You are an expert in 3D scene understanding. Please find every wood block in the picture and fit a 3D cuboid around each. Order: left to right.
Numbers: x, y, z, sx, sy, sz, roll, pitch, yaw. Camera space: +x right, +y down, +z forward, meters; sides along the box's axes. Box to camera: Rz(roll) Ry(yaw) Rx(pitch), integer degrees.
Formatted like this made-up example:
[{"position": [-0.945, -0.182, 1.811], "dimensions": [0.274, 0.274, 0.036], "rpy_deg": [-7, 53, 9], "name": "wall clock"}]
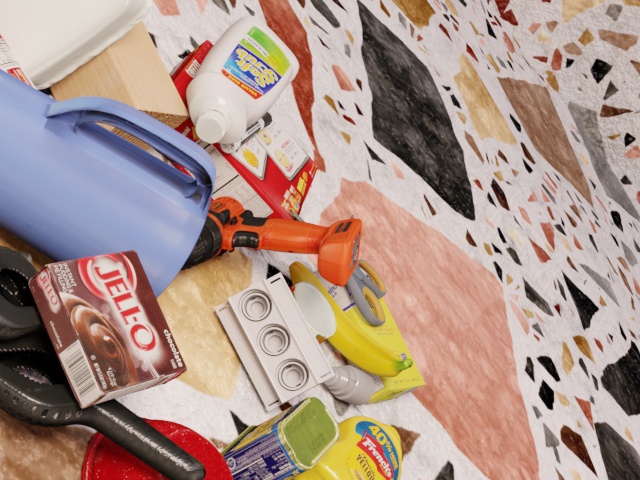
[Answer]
[{"position": [-0.235, -0.196, 1.119], "dimensions": [0.090, 0.090, 0.206], "rpy_deg": [-5, 65, -61], "name": "wood block"}]

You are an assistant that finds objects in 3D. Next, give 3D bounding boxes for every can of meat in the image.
[{"position": [-0.039, 0.198, 1.022], "dimensions": [0.057, 0.084, 0.102], "rpy_deg": [57, 26, 1], "name": "can of meat"}]

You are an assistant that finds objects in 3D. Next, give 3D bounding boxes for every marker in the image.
[{"position": [-0.083, -0.125, 1.215], "dimensions": [0.020, 0.020, 0.121], "rpy_deg": [53, 28, -7], "name": "marker"}]

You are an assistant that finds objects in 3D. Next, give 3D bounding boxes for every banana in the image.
[{"position": [0.032, 0.102, 1.252], "dimensions": [0.198, 0.070, 0.037], "rpy_deg": [39, 44, 25], "name": "banana"}]

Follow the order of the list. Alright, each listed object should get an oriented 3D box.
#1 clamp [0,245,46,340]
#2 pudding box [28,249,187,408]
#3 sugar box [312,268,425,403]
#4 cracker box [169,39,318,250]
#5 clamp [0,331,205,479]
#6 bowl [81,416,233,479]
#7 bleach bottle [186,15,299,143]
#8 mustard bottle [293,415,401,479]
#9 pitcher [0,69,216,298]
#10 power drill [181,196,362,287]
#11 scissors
[{"position": [-0.267, 0.035, 0.801], "dimensions": [0.171, 0.039, 0.120], "rpy_deg": [37, 41, -33], "name": "clamp"}, {"position": [-0.167, 0.067, 0.841], "dimensions": [0.089, 0.039, 0.113], "rpy_deg": [-11, 74, -50], "name": "pudding box"}, {"position": [0.058, 0.111, 1.324], "dimensions": [0.093, 0.048, 0.176], "rpy_deg": [4, 59, -58], "name": "sugar box"}, {"position": [-0.106, -0.113, 1.266], "dimensions": [0.213, 0.072, 0.164], "rpy_deg": [48, 28, -16], "name": "cracker box"}, {"position": [-0.193, 0.112, 0.863], "dimensions": [0.209, 0.036, 0.164], "rpy_deg": [22, 25, -23], "name": "clamp"}, {"position": [-0.122, 0.213, 0.901], "dimensions": [0.162, 0.055, 0.162], "rpy_deg": [40, 31, -31], "name": "bowl"}, {"position": [-0.090, -0.166, 1.185], "dimensions": [0.102, 0.068, 0.250], "rpy_deg": [46, 26, -17], "name": "bleach bottle"}, {"position": [0.042, 0.241, 1.141], "dimensions": [0.096, 0.058, 0.191], "rpy_deg": [59, 26, 2], "name": "mustard bottle"}, {"position": [-0.218, -0.057, 0.915], "dimensions": [0.242, 0.149, 0.145], "rpy_deg": [33, -9, -25], "name": "pitcher"}, {"position": [-0.057, 0.001, 1.114], "dimensions": [0.184, 0.188, 0.057], "rpy_deg": [-52, 151, -70], "name": "power drill"}, {"position": [0.027, 0.039, 1.260], "dimensions": [0.201, 0.016, 0.096], "rpy_deg": [33, 37, -51], "name": "scissors"}]
